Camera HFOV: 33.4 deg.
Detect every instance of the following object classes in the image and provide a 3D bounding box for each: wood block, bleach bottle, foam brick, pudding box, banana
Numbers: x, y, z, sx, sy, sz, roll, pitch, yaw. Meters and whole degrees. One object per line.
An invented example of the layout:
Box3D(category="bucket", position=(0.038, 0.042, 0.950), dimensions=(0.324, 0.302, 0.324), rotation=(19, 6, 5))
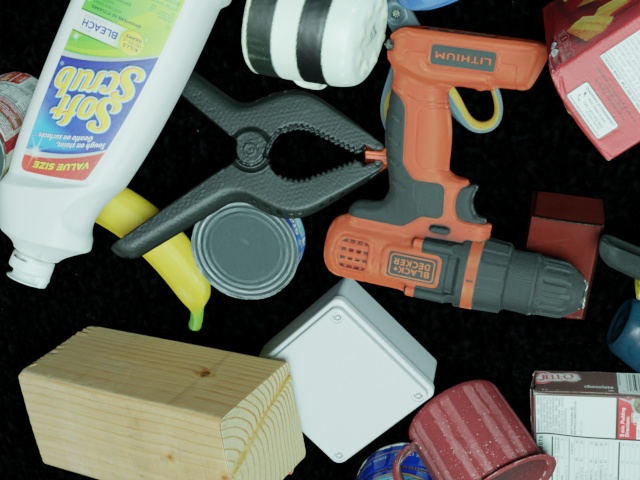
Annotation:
Box3D(category="wood block", position=(-0.127, 0.138, 0.845), dimensions=(0.206, 0.090, 0.090), rotation=(6, 117, 33))
Box3D(category="bleach bottle", position=(-0.154, -0.083, 0.751), dimensions=(0.102, 0.068, 0.251), rotation=(23, 93, 6))
Box3D(category="foam brick", position=(0.174, 0.011, 0.779), dimensions=(0.051, 0.053, 0.078), rotation=(9, 116, 8))
Box3D(category="pudding box", position=(0.223, 0.150, 0.839), dimensions=(0.113, 0.039, 0.090), rotation=(1, 114, 14))
Box3D(category="banana", position=(-0.155, -0.006, 0.853), dimensions=(0.197, 0.037, 0.070), rotation=(43, 115, -8))

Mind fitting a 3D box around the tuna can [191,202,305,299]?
Box3D(category="tuna can", position=(-0.055, 0.001, 0.836), dimensions=(0.086, 0.033, 0.086), rotation=(5, 114, 10))

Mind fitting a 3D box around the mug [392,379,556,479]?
Box3D(category="mug", position=(0.110, 0.167, 0.825), dimensions=(0.117, 0.081, 0.093), rotation=(-24, 145, -11))

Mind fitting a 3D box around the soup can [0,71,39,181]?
Box3D(category="soup can", position=(-0.246, -0.082, 0.803), dimensions=(0.068, 0.102, 0.068), rotation=(5, 115, 10))

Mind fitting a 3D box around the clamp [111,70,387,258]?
Box3D(category="clamp", position=(-0.056, -0.055, 0.788), dimensions=(0.210, 0.036, 0.164), rotation=(10, 89, 4))

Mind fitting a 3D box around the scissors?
Box3D(category="scissors", position=(0.046, -0.144, 0.759), dimensions=(0.201, 0.016, 0.096), rotation=(45, 115, -9))

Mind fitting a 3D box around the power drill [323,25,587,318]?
Box3D(category="power drill", position=(0.101, -0.045, 0.724), dimensions=(0.184, 0.057, 0.188), rotation=(11, 104, 11))
